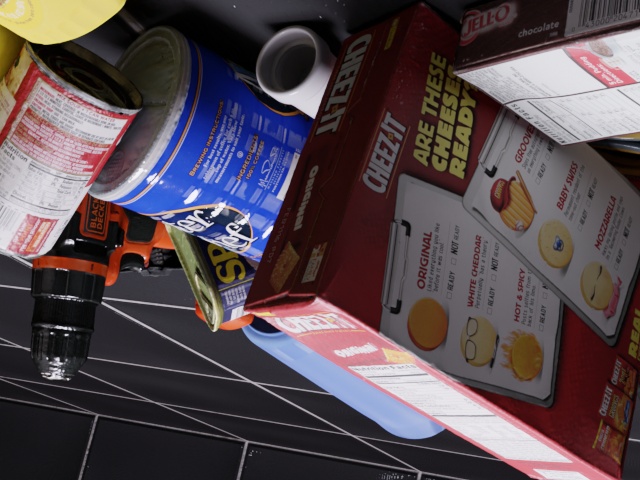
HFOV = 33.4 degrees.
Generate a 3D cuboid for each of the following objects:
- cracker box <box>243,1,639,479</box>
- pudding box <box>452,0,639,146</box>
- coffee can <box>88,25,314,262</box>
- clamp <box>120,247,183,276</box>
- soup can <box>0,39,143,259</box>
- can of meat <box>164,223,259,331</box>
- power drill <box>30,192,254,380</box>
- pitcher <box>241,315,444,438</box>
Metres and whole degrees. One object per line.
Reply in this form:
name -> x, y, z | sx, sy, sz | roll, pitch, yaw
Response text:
cracker box -> 0.082, 0.010, 0.553 | 0.213, 0.164, 0.072 | 33, 153, -28
pudding box -> 0.131, -0.083, 0.487 | 0.089, 0.039, 0.114 | 25, 162, -37
coffee can -> -0.053, -0.049, 0.623 | 0.140, 0.103, 0.103 | 24, 160, -34
clamp -> -0.143, 0.015, 0.984 | 0.120, 0.039, 0.171 | 3, -178, -6
soup can -> -0.149, -0.049, 0.565 | 0.068, 0.102, 0.068 | 32, -162, -12
can of meat -> -0.055, 0.001, 0.750 | 0.083, 0.102, 0.057 | -19, 160, -17
power drill -> -0.128, 0.018, 0.797 | 0.057, 0.184, 0.187 | -2, 168, 41
pitcher -> 0.030, 0.081, 0.981 | 0.149, 0.145, 0.242 | -14, 148, 33
